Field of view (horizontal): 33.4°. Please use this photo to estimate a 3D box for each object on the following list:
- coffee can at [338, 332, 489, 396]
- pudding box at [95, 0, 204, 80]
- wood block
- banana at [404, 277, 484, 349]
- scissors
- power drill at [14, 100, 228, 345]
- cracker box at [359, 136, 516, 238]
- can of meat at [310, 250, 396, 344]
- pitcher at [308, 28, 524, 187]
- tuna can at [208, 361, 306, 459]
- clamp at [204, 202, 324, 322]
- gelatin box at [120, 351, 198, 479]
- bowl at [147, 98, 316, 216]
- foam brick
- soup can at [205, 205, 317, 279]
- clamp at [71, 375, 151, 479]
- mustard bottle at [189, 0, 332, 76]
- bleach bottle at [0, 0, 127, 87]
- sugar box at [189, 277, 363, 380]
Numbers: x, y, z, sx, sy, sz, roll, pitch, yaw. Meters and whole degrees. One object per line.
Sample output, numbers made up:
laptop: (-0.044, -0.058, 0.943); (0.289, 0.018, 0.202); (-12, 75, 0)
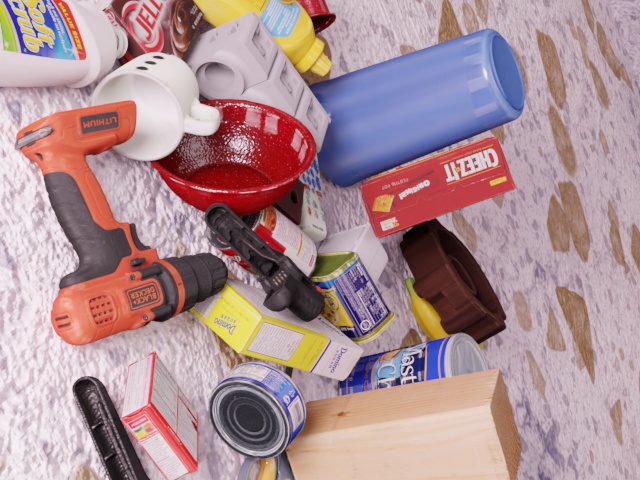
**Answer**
coffee can: (0.105, 0.166, 1.179); (0.102, 0.141, 0.103); (34, 48, -48)
pudding box: (-0.166, -0.214, 1.023); (0.090, 0.039, 0.113); (52, 36, -32)
wood block: (0.082, 0.198, 1.040); (0.090, 0.206, 0.090); (-48, 123, -66)
banana: (0.174, 0.117, 1.423); (0.197, 0.037, 0.069); (39, 46, -44)
scissors: (-0.035, 0.204, 1.053); (0.096, 0.016, 0.201); (60, 32, -25)
power drill: (-0.164, -0.019, 0.892); (0.184, 0.057, 0.187); (-19, 91, -52)
cracker box: (0.140, -0.066, 1.269); (0.213, 0.164, 0.072); (-24, 94, -82)
can of meat: (0.018, 0.060, 1.127); (0.057, 0.102, 0.084); (-40, 109, -32)
pitcher: (0.114, -0.156, 1.256); (0.145, 0.243, 0.149); (62, 32, -19)
tuna can: (-0.058, 0.155, 0.968); (0.033, 0.086, 0.086); (-43, 113, -55)
clamp: (-0.034, 0.039, 0.971); (0.171, 0.039, 0.120); (38, 18, -52)
gelatin box: (-0.131, 0.144, 0.877); (0.073, 0.030, 0.089); (59, 6, -23)
bowl: (-0.086, -0.071, 1.009); (0.162, 0.162, 0.055); (-63, 163, -50)
foam brick: (-0.059, -0.049, 1.104); (0.078, 0.051, 0.053); (41, 43, -43)
soup can: (-0.057, 0.001, 1.067); (0.102, 0.069, 0.068); (40, 43, -44)
clamp: (-0.143, 0.228, 0.831); (0.210, 0.036, 0.164); (56, 25, -31)
mustard bottle: (-0.066, -0.237, 1.122); (0.191, 0.058, 0.096); (36, 42, -17)
bleach bottle: (-0.244, -0.173, 0.852); (0.250, 0.068, 0.102); (-13, 87, -62)
sugar box: (-0.043, 0.084, 1.027); (0.048, 0.093, 0.176); (-56, 143, 4)
